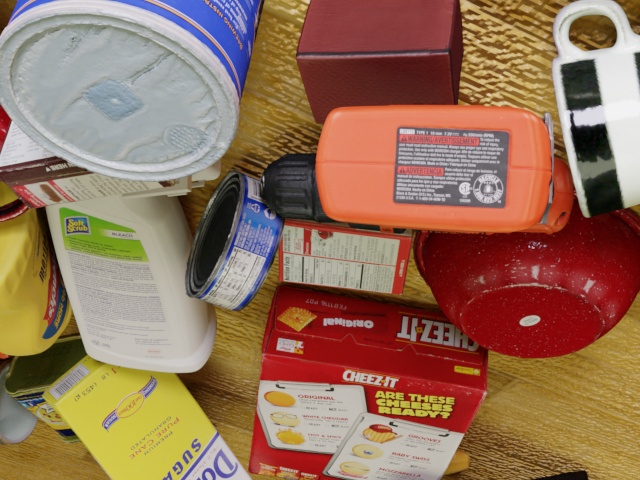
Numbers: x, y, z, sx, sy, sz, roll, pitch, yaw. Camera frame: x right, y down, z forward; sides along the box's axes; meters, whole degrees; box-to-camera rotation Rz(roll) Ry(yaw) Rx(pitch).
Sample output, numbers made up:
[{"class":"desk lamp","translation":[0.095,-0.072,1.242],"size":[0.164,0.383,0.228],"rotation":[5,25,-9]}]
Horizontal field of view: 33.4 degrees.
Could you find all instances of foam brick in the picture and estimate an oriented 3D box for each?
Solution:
[{"class":"foam brick","translation":[0.033,-0.096,0.552],"size":[0.078,0.051,0.053],"rotation":[1,145,12]}]

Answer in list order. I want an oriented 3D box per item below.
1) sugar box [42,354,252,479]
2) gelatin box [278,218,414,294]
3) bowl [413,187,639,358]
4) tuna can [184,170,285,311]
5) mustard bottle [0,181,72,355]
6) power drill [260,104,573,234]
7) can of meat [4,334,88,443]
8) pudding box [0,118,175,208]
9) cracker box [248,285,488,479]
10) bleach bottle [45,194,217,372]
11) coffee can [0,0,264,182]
[{"class":"sugar box","translation":[-0.138,0.163,0.875],"size":[0.176,0.093,0.048],"rotation":[58,162,-22]},{"class":"gelatin box","translation":[0.016,0.002,0.713],"size":[0.089,0.030,0.073],"rotation":[7,146,3]},{"class":"bowl","translation":[0.140,0.032,0.706],"size":[0.162,0.055,0.162],"rotation":[6,145,4]},{"class":"tuna can","translation":[-0.054,0.001,0.680],"size":[0.033,0.086,0.086],"rotation":[21,144,-19]},{"class":"mustard bottle","translation":[-0.209,0.027,0.738],"size":[0.058,0.096,0.192],"rotation":[-2,155,-3]},{"class":"power drill","translation":[0.046,-0.032,0.564],"size":[0.184,0.057,0.187],"rotation":[1,180,8]},{"class":"can of meat","translation":[-0.209,0.127,0.921],"size":[0.102,0.057,0.084],"rotation":[-13,137,27]},{"class":"pudding box","translation":[-0.113,-0.077,0.560],"size":[0.090,0.113,0.039],"rotation":[-8,145,24]},{"class":"cracker box","translation":[0.032,0.128,0.853],"size":[0.164,0.072,0.214],"rotation":[9,144,-1]},{"class":"bleach bottle","translation":[-0.127,-0.004,0.712],"size":[0.102,0.068,0.251],"rotation":[6,143,3]},{"class":"coffee can","translation":[-0.075,-0.112,0.476],"size":[0.103,0.140,0.103],"rotation":[6,145,4]}]
